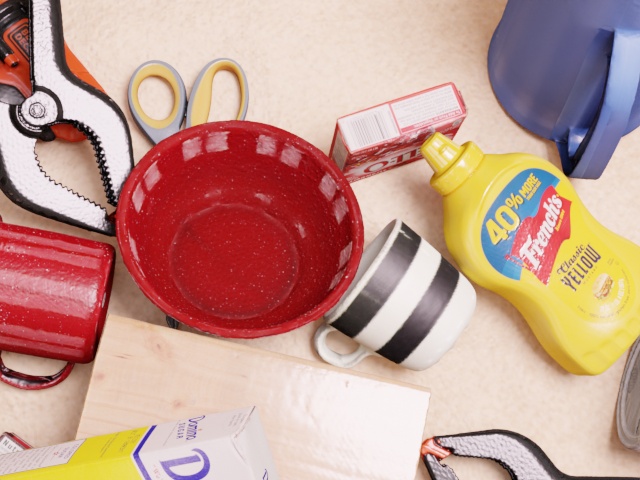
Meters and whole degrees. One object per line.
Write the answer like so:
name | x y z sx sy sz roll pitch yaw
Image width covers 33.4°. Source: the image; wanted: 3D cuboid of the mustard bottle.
mustard bottle | 0.141 -0.003 0.726 0.191 0.058 0.096 42 76 -7

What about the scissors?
scissors | -0.111 -0.045 0.758 0.096 0.016 0.201 20 75 -2

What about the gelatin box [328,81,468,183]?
gelatin box | 0.053 -0.073 0.749 0.089 0.073 0.030 -19 78 -9

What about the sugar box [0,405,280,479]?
sugar box | -0.109 0.158 0.612 0.176 0.048 0.093 -13 104 16

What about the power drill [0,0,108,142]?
power drill | -0.267 -0.106 0.739 0.187 0.057 0.184 -40 84 -12

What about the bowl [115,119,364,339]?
bowl | -0.055 0.001 0.710 0.162 0.055 0.162 5 61 -8

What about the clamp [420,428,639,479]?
clamp | 0.149 0.173 0.714 0.171 0.039 0.120 39 75 5

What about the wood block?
wood block | -0.043 0.120 0.686 0.206 0.091 0.090 13 76 -2

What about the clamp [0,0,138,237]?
clamp | -0.198 -0.081 0.694 0.164 0.036 0.210 -33 101 -16

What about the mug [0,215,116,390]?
mug | -0.183 0.046 0.701 0.081 0.093 0.117 11 107 -7

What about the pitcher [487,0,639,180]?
pitcher | 0.190 -0.155 0.691 0.145 0.243 0.149 -38 76 -9
